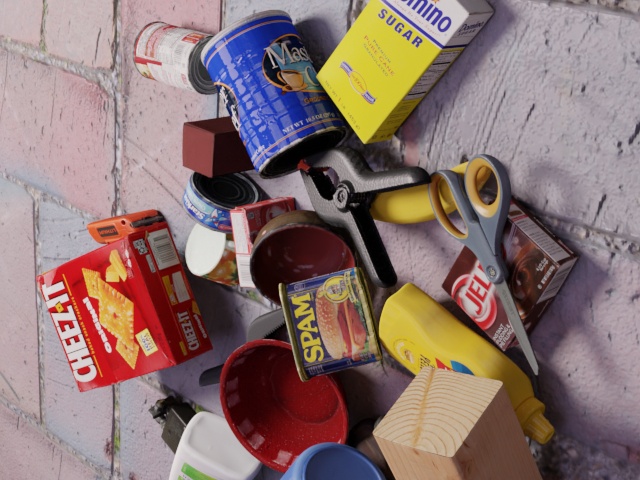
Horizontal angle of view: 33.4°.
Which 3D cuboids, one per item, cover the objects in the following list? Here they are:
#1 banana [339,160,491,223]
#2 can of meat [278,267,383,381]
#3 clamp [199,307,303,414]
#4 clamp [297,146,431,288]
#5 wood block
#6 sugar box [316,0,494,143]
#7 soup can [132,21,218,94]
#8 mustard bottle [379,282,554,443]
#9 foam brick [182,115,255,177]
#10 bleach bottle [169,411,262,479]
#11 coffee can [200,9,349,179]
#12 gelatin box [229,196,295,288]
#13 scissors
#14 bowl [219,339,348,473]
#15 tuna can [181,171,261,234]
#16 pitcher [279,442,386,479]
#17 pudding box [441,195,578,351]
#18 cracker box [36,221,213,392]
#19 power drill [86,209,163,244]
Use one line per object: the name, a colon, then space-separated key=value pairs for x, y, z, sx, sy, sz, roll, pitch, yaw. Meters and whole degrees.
banana: x=0.082 y=-0.049 z=1.035 sx=0.198 sy=0.037 sz=0.069 roll=9 pitch=109 yaw=44
can of meat: x=0.012 y=0.083 z=1.076 sx=0.084 sy=0.057 sz=0.102 roll=-15 pitch=81 yaw=7
clamp: x=-0.065 y=0.146 z=1.241 sx=0.165 sy=0.036 sz=0.210 roll=34 pitch=125 yaw=25
clamp: x=0.040 y=-0.048 z=1.025 sx=0.172 sy=0.039 sz=0.120 roll=47 pitch=119 yaw=37
wood block: x=0.138 y=0.224 z=0.964 sx=0.090 sy=0.090 sz=0.206 roll=7 pitch=133 yaw=44
sugar box: x=0.074 y=-0.182 z=0.997 sx=0.093 sy=0.048 sz=0.176 roll=55 pitch=135 yaw=19
soup can: x=-0.156 y=-0.207 z=1.207 sx=0.102 sy=0.068 sz=0.068 roll=21 pitch=117 yaw=40
mustard bottle: x=0.140 y=0.125 z=1.007 sx=0.192 sy=0.058 sz=0.096 roll=38 pitch=150 yaw=30
foam brick: x=-0.108 y=-0.105 z=1.183 sx=0.053 sy=0.078 sz=0.051 roll=24 pitch=117 yaw=39
bleach bottle: x=-0.138 y=0.307 z=1.327 sx=0.102 sy=0.068 sz=0.251 roll=26 pitch=142 yaw=5
coffee can: x=-0.047 y=-0.148 z=1.089 sx=0.103 sy=0.102 sz=0.140 roll=-37 pitch=76 yaw=45
gelatin box: x=-0.058 y=0.001 z=1.167 sx=0.030 sy=0.073 sz=0.089 roll=3 pitch=104 yaw=46
scissors: x=0.160 y=0.010 z=0.929 sx=0.202 sy=0.016 sz=0.096 roll=58 pitch=136 yaw=21
bowl: x=-0.029 y=0.173 z=1.169 sx=0.162 sy=0.055 sz=0.162 roll=11 pitch=114 yaw=27
tuna can: x=-0.110 y=-0.047 z=1.196 sx=0.086 sy=0.085 sz=0.034 roll=45 pitch=128 yaw=27
pitcher: x=-0.028 y=0.324 z=1.121 sx=0.145 sy=0.149 sz=0.243 roll=20 pitch=131 yaw=-10
pudding box: x=0.170 y=0.030 z=0.968 sx=0.090 sy=0.039 sz=0.114 roll=47 pitch=130 yaw=27
cracker box: x=-0.245 y=0.087 z=1.309 sx=0.214 sy=0.071 sz=0.164 roll=-20 pitch=90 yaw=43
power drill: x=-0.244 y=0.060 z=1.388 sx=0.185 sy=0.057 sz=0.187 roll=-10 pitch=98 yaw=43
